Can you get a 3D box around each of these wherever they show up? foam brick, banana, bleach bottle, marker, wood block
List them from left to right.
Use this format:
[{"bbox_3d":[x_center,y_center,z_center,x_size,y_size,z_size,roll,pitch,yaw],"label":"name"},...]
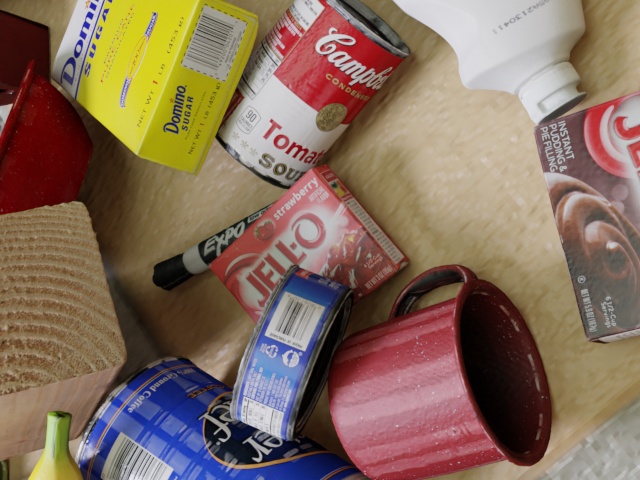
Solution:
[{"bbox_3d":[-0.234,-0.124,0.741,0.078,0.052,0.051,-5,83,30],"label":"foam brick"},{"bbox_3d":[-0.177,0.063,0.607,0.206,0.090,0.091,131,124,-63],"label":"wood block"},{"bbox_3d":[-0.169,0.152,0.608,0.198,0.037,0.069,-34,51,51],"label":"banana"},{"bbox_3d":[-0.054,0.001,0.644,0.121,0.020,0.020,-27,73,26],"label":"marker"},{"bbox_3d":[0.052,-0.168,0.559,0.102,0.068,0.251,-32,80,10],"label":"bleach bottle"}]

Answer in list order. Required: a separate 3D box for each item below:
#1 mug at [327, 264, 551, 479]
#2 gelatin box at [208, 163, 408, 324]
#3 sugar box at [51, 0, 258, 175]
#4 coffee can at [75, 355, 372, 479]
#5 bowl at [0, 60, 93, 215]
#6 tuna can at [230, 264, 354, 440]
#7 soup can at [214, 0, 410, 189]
[{"bbox_3d":[0.058,0.065,0.540,0.082,0.093,0.117,-22,51,31],"label":"mug"},{"bbox_3d":[-0.008,0.013,0.598,0.089,0.030,0.073,-41,86,21],"label":"gelatin box"},{"bbox_3d":[-0.105,-0.111,0.630,0.176,0.048,0.093,35,104,52],"label":"sugar box"},{"bbox_3d":[-0.049,0.140,0.581,0.140,0.102,0.103,27,99,29],"label":"coffee can"},{"bbox_3d":[-0.185,-0.029,0.675,0.162,0.055,0.162,-58,20,34],"label":"bowl"},{"bbox_3d":[-0.013,0.058,0.546,0.034,0.086,0.086,21,97,9],"label":"tuna can"},{"bbox_3d":[-0.008,-0.087,0.597,0.102,0.068,0.068,-49,65,18],"label":"soup can"}]
